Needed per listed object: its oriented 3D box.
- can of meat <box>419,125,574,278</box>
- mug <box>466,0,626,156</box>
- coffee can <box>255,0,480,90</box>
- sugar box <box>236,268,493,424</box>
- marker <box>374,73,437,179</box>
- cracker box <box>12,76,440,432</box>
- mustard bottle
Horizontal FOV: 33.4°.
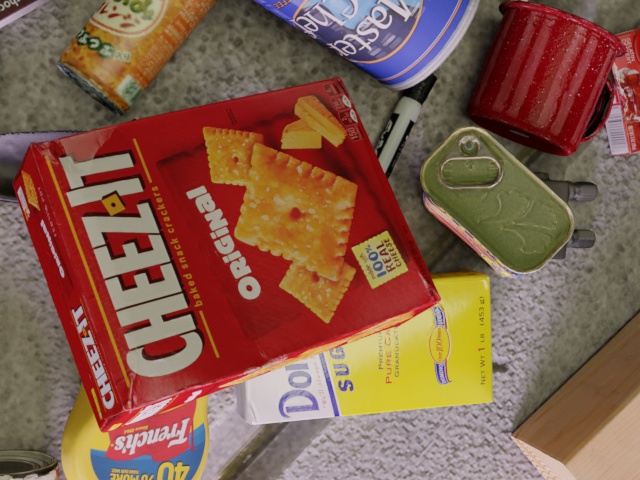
[{"bbox_3d":[0.115,-0.022,0.720,0.102,0.084,0.057,43,88,8],"label":"can of meat"},{"bbox_3d":[0.161,-0.106,0.746,0.117,0.093,0.081,21,92,-37],"label":"mug"},{"bbox_3d":[0.018,-0.174,0.678,0.140,0.103,0.103,28,85,-27],"label":"coffee can"},{"bbox_3d":[0.030,0.072,0.737,0.176,0.048,0.093,-4,94,-16],"label":"sugar box"},{"bbox_3d":[0.050,-0.069,0.749,0.020,0.020,0.121,27,86,-15],"label":"marker"},{"bbox_3d":[-0.054,0.001,0.648,0.213,0.072,0.164,-17,78,-29],"label":"cracker box"},{"bbox_3d":[-0.117,0.119,0.692,0.096,0.058,0.191,9,92,-35],"label":"mustard bottle"}]
